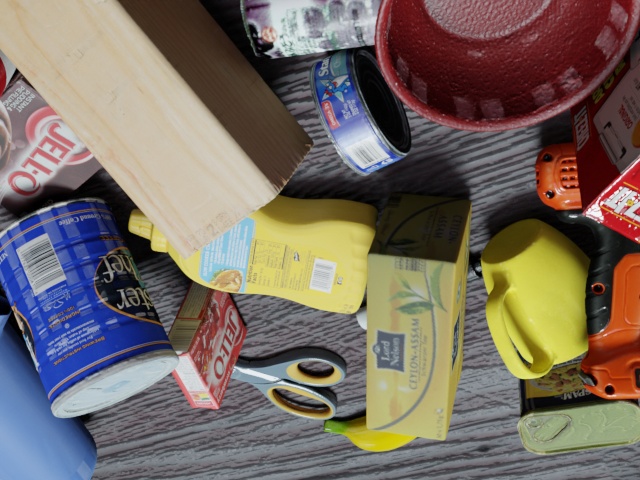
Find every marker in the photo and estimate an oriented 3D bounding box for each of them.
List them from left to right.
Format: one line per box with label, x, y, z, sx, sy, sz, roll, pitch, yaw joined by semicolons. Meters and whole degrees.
marker;0.084;0.044;0.892;0.121;0.020;0.020;-27;124;28

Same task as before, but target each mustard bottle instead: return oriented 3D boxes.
mustard bottle;-0.055;0.001;0.843;0.191;0.058;0.096;10;132;-2

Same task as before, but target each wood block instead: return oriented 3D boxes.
wood block;-0.110;-0.104;0.694;0.090;0.090;0.206;-33;103;30

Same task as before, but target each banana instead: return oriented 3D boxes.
banana;0.080;0.144;0.971;0.069;0.037;0.198;27;130;-18

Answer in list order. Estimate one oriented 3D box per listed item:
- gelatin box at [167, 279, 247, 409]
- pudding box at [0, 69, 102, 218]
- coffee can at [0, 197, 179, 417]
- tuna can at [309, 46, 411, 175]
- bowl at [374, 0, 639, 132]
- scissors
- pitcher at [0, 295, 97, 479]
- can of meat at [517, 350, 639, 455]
gelatin box;-0.096;0.085;0.904;0.030;0.089;0.073;-2;133;22
pudding box;-0.219;-0.073;0.809;0.114;0.039;0.090;-34;121;31
coffee can;-0.184;0.052;0.829;0.102;0.140;0.103;-25;166;-7
tuna can;0.029;-0.090;0.731;0.034;0.086;0.086;-23;126;23
bowl;0.109;-0.145;0.649;0.162;0.055;0.162;-4;135;-4
scissors;-0.063;0.108;0.972;0.201;0.016;0.096;28;128;-18
pitcher;-0.314;0.152;0.968;0.149;0.144;0.242;15;145;38
can of meat;0.218;0.128;0.908;0.102;0.084;0.057;-11;130;16
